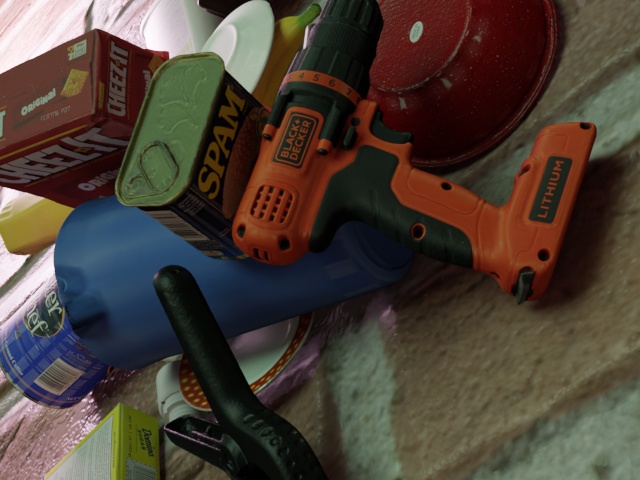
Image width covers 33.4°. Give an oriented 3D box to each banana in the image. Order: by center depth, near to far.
[{"bbox_3d":[-0.055,-0.121,0.957,0.070,0.037,0.198,6,76,70],"label":"banana"}]

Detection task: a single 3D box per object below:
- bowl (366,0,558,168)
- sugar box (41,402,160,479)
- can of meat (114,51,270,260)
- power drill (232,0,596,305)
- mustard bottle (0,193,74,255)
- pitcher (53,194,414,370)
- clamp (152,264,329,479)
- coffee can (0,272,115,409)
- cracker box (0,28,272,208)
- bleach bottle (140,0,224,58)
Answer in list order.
[{"bbox_3d":[0.080,-0.134,0.738,0.162,0.055,0.162,-18,61,36],"label":"bowl"},{"bbox_3d":[-0.197,0.221,0.865,0.176,0.048,0.093,-45,33,27],"label":"sugar box"},{"bbox_3d":[-0.067,-0.048,0.648,0.058,0.083,0.102,0,64,34],"label":"can of meat"},{"bbox_3d":[0.059,-0.053,0.624,0.188,0.057,0.184,16,72,13],"label":"power drill"},{"bbox_3d":[-0.212,-0.043,1.035,0.192,0.058,0.096,-19,10,16],"label":"mustard bottle"},{"bbox_3d":[-0.055,0.001,0.761,0.243,0.144,0.149,-16,53,30],"label":"pitcher"},{"bbox_3d":[-0.045,0.120,0.661,0.036,0.164,0.210,-25,42,-27],"label":"clamp"},{"bbox_3d":[-0.210,0.072,0.960,0.140,0.102,0.103,-41,34,27],"label":"coffee can"},{"bbox_3d":[-0.146,-0.072,0.822,0.164,0.213,0.072,-15,69,35],"label":"cracker box"},{"bbox_3d":[-0.137,-0.178,1.120,0.103,0.068,0.251,-50,34,29],"label":"bleach bottle"}]
